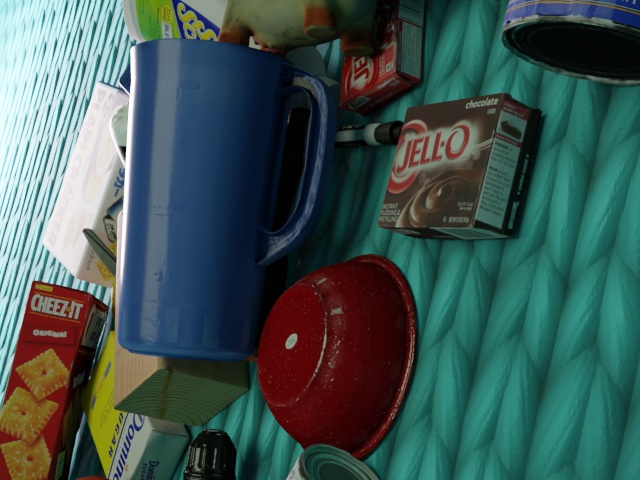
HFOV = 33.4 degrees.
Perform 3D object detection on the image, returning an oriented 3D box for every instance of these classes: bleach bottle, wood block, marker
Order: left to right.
[{"bbox_3d":[-0.129,0.052,0.975,0.091,0.090,0.206,-41,43,41],"label":"wood block"},{"bbox_3d":[-0.078,-0.183,0.957,0.251,0.068,0.103,34,137,33],"label":"bleach bottle"},{"bbox_3d":[0.031,-0.083,0.849,0.121,0.020,0.020,5,80,59],"label":"marker"}]

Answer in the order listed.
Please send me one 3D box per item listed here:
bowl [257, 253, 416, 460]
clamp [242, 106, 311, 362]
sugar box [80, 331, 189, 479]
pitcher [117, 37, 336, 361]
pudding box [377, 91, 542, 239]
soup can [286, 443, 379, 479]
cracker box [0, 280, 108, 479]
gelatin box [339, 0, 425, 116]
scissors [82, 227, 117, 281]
[{"bbox_3d":[0.000,0.082,0.783,0.162,0.055,0.162,-34,48,47],"label":"bowl"},{"bbox_3d":[-0.056,0.001,0.931,0.165,0.036,0.210,164,115,-66],"label":"clamp"},{"bbox_3d":[-0.187,0.175,1.049,0.093,0.048,0.176,-65,30,16],"label":"sugar box"},{"bbox_3d":[-0.085,-0.029,0.837,0.149,0.144,0.243,-3,81,64],"label":"pitcher"},{"bbox_3d":[0.090,-0.047,0.714,0.114,0.039,0.090,3,77,59],"label":"pudding box"},{"bbox_3d":[-0.008,0.198,0.726,0.102,0.068,0.068,-59,33,21],"label":"soup can"},{"bbox_3d":[-0.290,0.160,1.149,0.164,0.072,0.213,126,156,-81],"label":"cracker box"},{"bbox_3d":[0.048,-0.152,0.844,0.073,0.030,0.089,-24,55,52],"label":"gelatin box"},{"bbox_3d":[-0.187,0.033,1.100,0.096,0.016,0.202,-45,57,24],"label":"scissors"}]
